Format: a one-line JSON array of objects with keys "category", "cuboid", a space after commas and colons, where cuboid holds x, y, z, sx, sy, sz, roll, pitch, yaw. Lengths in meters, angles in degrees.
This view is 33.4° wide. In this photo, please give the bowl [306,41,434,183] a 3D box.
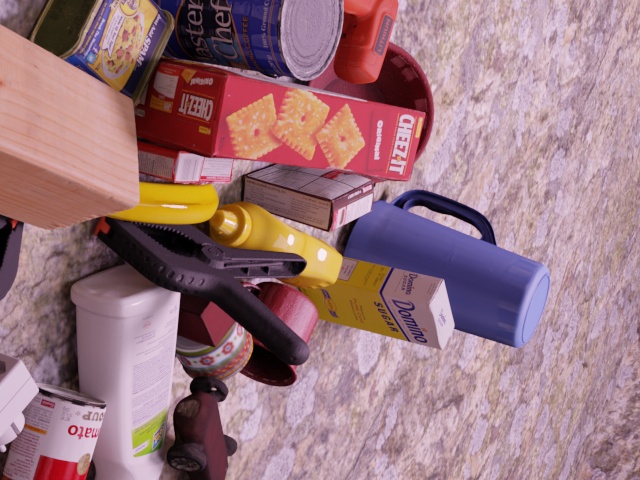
[{"category": "bowl", "cuboid": [0.045, -0.145, 1.202, 0.161, 0.055, 0.162, -2, 95, -23]}]

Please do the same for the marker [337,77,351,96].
[{"category": "marker", "cuboid": [0.026, -0.174, 1.238, 0.020, 0.020, 0.121, -15, 115, -59]}]

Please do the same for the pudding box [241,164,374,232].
[{"category": "pudding box", "cuboid": [-0.013, -0.049, 1.125, 0.089, 0.114, 0.039, -29, 128, -53]}]

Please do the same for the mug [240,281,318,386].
[{"category": "mug", "cuboid": [-0.060, 0.091, 1.141, 0.117, 0.093, 0.081, 44, 55, -28]}]

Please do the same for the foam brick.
[{"category": "foam brick", "cuboid": [-0.123, 0.058, 1.012, 0.053, 0.078, 0.051, -55, 147, -33]}]

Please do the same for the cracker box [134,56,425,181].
[{"category": "cracker box", "cuboid": [-0.044, -0.104, 0.923, 0.213, 0.164, 0.072, 5, 100, -40]}]

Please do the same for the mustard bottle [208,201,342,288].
[{"category": "mustard bottle", "cuboid": [-0.057, 0.002, 1.085, 0.191, 0.096, 0.058, 30, 76, -61]}]

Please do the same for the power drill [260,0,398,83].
[{"category": "power drill", "cuboid": [0.007, -0.224, 1.066, 0.187, 0.057, 0.184, 29, 77, -61]}]

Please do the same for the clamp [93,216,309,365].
[{"category": "clamp", "cuboid": [-0.097, 0.021, 0.954, 0.036, 0.210, 0.164, -59, -171, 24]}]

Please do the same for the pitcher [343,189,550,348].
[{"category": "pitcher", "cuboid": [0.161, 0.037, 1.341, 0.144, 0.243, 0.149, -21, 127, -60]}]

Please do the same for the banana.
[{"category": "banana", "cuboid": [-0.146, -0.036, 0.931, 0.197, 0.070, 0.037, -4, 108, -59]}]

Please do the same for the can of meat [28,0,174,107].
[{"category": "can of meat", "cuboid": [-0.173, -0.164, 0.844, 0.083, 0.058, 0.102, 45, 62, -55]}]

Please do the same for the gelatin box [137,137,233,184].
[{"category": "gelatin box", "cuboid": [-0.130, -0.071, 0.945, 0.089, 0.073, 0.030, -5, 108, -61]}]

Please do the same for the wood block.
[{"category": "wood block", "cuboid": [-0.221, -0.079, 0.731, 0.205, 0.091, 0.090, 27, 54, -62]}]

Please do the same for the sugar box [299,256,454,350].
[{"category": "sugar box", "cuboid": [0.063, 0.069, 1.247, 0.048, 0.176, 0.093, -58, 147, -30]}]

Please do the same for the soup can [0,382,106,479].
[{"category": "soup can", "cuboid": [-0.225, 0.177, 0.891, 0.068, 0.069, 0.102, 26, 79, -61]}]

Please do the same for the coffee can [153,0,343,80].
[{"category": "coffee can", "cuboid": [-0.065, -0.200, 0.932, 0.102, 0.140, 0.103, -34, 131, -51]}]

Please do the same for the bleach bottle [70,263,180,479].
[{"category": "bleach bottle", "cuboid": [-0.179, 0.151, 0.970, 0.102, 0.068, 0.251, -25, 126, -57]}]
